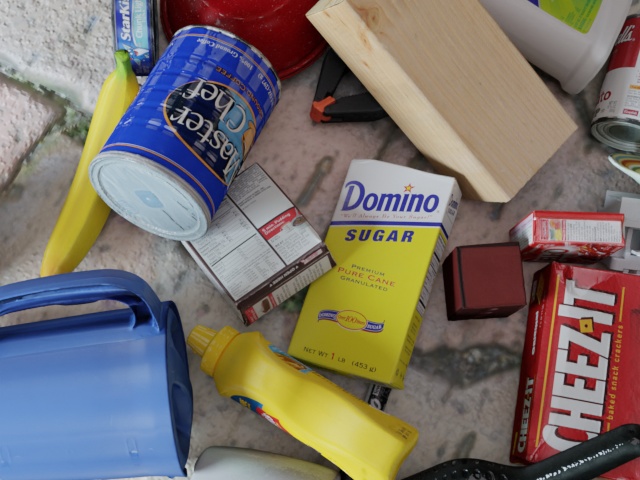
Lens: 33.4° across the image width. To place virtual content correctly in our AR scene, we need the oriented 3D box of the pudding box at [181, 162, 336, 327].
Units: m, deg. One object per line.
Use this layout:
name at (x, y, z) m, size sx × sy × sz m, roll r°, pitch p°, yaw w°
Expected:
pudding box at (-0.056, 0.001, 0.862) m, size 0.090 × 0.039 × 0.114 m, roll -35°, pitch 53°, yaw -9°

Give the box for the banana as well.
banana at (-0.185, -0.059, 0.872) m, size 0.037 × 0.069 × 0.198 m, roll 19°, pitch 95°, yaw 15°

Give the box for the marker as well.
marker at (0.039, 0.146, 0.866) m, size 0.020 × 0.020 × 0.121 m, roll 20°, pitch 78°, yaw 1°

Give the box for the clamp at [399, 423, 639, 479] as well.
clamp at (0.153, 0.209, 0.825) m, size 0.210 × 0.164 × 0.036 m, roll -9°, pitch 39°, yaw 14°

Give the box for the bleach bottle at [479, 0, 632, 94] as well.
bleach bottle at (0.137, -0.230, 0.914) m, size 0.251 × 0.068 × 0.102 m, roll 30°, pitch 62°, yaw -1°

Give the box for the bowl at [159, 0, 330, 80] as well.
bowl at (-0.061, -0.216, 0.911) m, size 0.162 × 0.055 × 0.162 m, roll 0°, pitch 72°, yaw 1°

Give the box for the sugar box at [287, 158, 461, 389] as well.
sugar box at (0.045, 0.025, 0.867) m, size 0.093 × 0.048 × 0.176 m, roll 13°, pitch 79°, yaw 20°

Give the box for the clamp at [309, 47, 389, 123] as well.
clamp at (0.068, -0.151, 0.921) m, size 0.120 × 0.039 × 0.171 m, roll 40°, pitch 77°, yaw 13°

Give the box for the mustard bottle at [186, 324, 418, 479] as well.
mustard bottle at (-0.019, 0.120, 0.816) m, size 0.192 × 0.096 × 0.058 m, roll 31°, pitch 83°, yaw 11°

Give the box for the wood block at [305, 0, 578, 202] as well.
wood block at (0.097, -0.136, 0.856) m, size 0.090 × 0.090 × 0.206 m, roll -46°, pitch 107°, yaw -10°

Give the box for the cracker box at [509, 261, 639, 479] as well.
cracker box at (0.273, 0.116, 0.858) m, size 0.213 × 0.072 × 0.164 m, roll 10°, pitch 77°, yaw 0°

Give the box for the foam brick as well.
foam brick at (0.131, 0.035, 0.865) m, size 0.053 × 0.078 × 0.051 m, roll -5°, pitch 79°, yaw -2°

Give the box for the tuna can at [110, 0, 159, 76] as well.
tuna can at (-0.154, -0.179, 0.891) m, size 0.033 × 0.086 × 0.086 m, roll -2°, pitch 78°, yaw -5°

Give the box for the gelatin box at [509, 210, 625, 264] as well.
gelatin box at (0.199, -0.001, 0.870) m, size 0.073 × 0.089 × 0.030 m, roll 3°, pitch 79°, yaw -2°

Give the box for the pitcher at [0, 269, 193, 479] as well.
pitcher at (-0.220, 0.113, 0.801) m, size 0.243 × 0.145 × 0.149 m, roll -5°, pitch 77°, yaw -1°

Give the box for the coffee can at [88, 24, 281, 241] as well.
coffee can at (-0.105, -0.085, 0.848) m, size 0.103 × 0.103 × 0.140 m, roll 25°, pitch 62°, yaw 2°
